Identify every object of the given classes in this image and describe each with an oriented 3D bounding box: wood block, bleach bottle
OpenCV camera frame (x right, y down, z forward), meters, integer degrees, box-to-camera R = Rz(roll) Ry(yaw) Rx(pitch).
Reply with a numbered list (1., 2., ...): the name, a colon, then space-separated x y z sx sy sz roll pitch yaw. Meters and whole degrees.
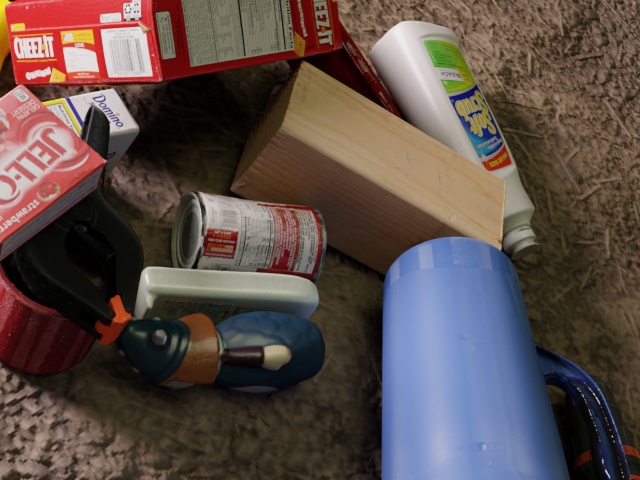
1. wood block: 0.042 -0.045 0.884 0.206 0.091 0.090 29 44 -16
2. bleach bottle: 0.140 -0.093 1.023 0.102 0.068 0.251 0 56 -48

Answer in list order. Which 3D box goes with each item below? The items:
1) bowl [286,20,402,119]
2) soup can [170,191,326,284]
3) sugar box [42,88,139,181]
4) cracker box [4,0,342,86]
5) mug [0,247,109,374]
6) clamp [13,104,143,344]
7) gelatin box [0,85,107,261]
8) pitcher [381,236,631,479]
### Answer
1. bowl: 0.012 -0.155 0.971 0.162 0.055 0.162 54 11 -16
2. soup can: -0.055 0.001 0.815 0.102 0.069 0.068 7 50 -26
3. sugar box: -0.221 -0.051 0.739 0.175 0.093 0.048 -23 76 -43
4. cracker box: -0.112 -0.170 0.847 0.213 0.164 0.072 -22 111 -49
5. mug: -0.181 0.025 0.706 0.093 0.082 0.117 0 53 -32
6. clamp: -0.154 -0.018 0.670 0.120 0.039 0.171 -26 75 -36
7. gelatin box: -0.182 -0.041 0.626 0.073 0.030 0.089 42 55 6
8. pitcher: 0.115 0.116 0.774 0.149 0.145 0.243 35 36 -30
